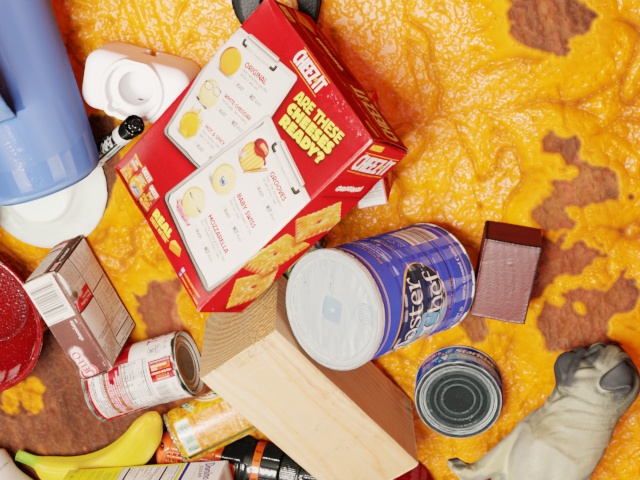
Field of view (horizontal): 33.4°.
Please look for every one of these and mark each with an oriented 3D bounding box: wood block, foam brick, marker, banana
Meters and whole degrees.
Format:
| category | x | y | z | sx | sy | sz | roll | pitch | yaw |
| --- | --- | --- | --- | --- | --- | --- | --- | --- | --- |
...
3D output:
| category | x | y | z | sx | sy | sz | roll | pitch | yaw |
| --- | --- | --- | --- | --- | --- | --- | --- | --- | --- |
| wood block | -0.008 | 0.139 | 0.987 | 0.090 | 0.091 | 0.206 | -34 | 119 | 20 |
| foam brick | 0.168 | 0.029 | 0.968 | 0.051 | 0.053 | 0.078 | 10 | 112 | 5 |
| marker | -0.185 | -0.089 | 0.960 | 0.020 | 0.020 | 0.121 | 51 | 152 | -10 |
| banana | -0.225 | 0.224 | 1.096 | 0.198 | 0.037 | 0.069 | -21 | 132 | 27 |

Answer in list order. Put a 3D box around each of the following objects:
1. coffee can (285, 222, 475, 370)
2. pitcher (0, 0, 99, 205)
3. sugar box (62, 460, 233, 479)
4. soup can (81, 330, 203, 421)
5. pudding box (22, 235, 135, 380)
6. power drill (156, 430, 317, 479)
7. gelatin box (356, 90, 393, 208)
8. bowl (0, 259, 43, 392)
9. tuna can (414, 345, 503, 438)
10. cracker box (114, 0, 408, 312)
| category | x | y | z | sx | sy | sz | roll | pitch | yaw |
| --- | --- | --- | --- | --- | --- | --- | --- | --- | --- |
| coffee can | 0.054 | 0.046 | 0.928 | 0.103 | 0.140 | 0.103 | 11 | 107 | 39 |
| pitcher | -0.279 | -0.154 | 0.907 | 0.145 | 0.149 | 0.243 | -2 | 114 | 38 |
| sugar box | -0.167 | 0.271 | 1.060 | 0.176 | 0.048 | 0.093 | -7 | 111 | 13 |
| soup can | -0.175 | 0.134 | 1.054 | 0.102 | 0.068 | 0.068 | -17 | 106 | 14 |
| pudding box | -0.228 | 0.063 | 1.021 | 0.039 | 0.090 | 0.113 | -21 | 109 | 13 |
| power drill | -0.082 | 0.289 | 1.103 | 0.184 | 0.057 | 0.188 | 10 | 108 | 10 |
| gelatin box | 0.042 | -0.081 | 0.937 | 0.030 | 0.073 | 0.089 | -9 | 107 | 11 |
| bowl | -0.345 | 0.072 | 1.065 | 0.162 | 0.055 | 0.162 | 3 | 110 | 8 |
| tuna can | 0.133 | 0.146 | 1.026 | 0.086 | 0.033 | 0.086 | 3 | 110 | 8 |
| cracker box | -0.054 | -0.066 | 0.895 | 0.214 | 0.072 | 0.164 | -43 | 65 | 23 |
